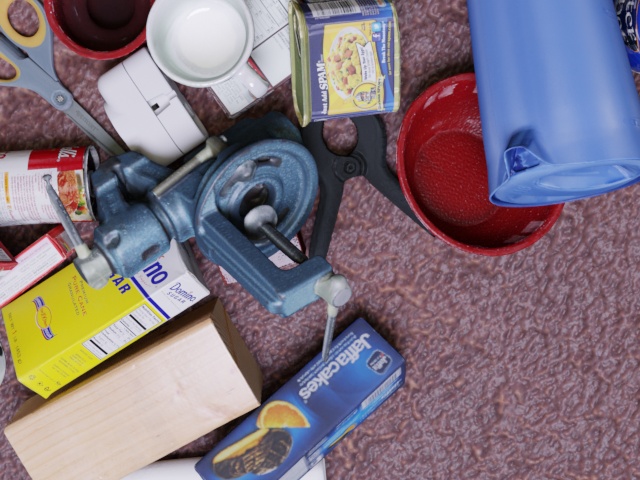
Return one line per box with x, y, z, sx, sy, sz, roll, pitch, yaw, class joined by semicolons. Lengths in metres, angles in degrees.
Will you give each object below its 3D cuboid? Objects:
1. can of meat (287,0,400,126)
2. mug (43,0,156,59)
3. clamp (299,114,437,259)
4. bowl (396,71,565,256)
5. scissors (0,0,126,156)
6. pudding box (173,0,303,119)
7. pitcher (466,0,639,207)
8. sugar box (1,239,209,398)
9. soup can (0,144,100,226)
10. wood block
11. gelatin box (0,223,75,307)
0.020;-0.151;0.889;0.084;0.057;0.102;-8;122;-8;can of meat
-0.174;-0.211;0.903;0.093;0.081;0.117;26;98;-5;mug
0.038;-0.063;0.954;0.120;0.039;0.171;-10;99;-4;clamp
0.133;-0.061;0.931;0.162;0.055;0.162;3;79;-16;bowl
-0.227;-0.147;0.947;0.201;0.016;0.096;29;98;-6;scissors
-0.060;-0.174;0.934;0.113;0.039;0.090;-36;96;3;pudding box
0.191;-0.154;0.877;0.145;0.149;0.243;-7;78;-2;pitcher
-0.192;0.053;0.940;0.176;0.093;0.048;-35;138;5;sugar box
-0.247;-0.047;0.937;0.102;0.068;0.068;-4;99;0;soup can
-0.164;0.145;0.958;0.206;0.091;0.090;-28;99;4;wood block
-0.259;0.025;0.945;0.089;0.073;0.030;-37;98;5;gelatin box
